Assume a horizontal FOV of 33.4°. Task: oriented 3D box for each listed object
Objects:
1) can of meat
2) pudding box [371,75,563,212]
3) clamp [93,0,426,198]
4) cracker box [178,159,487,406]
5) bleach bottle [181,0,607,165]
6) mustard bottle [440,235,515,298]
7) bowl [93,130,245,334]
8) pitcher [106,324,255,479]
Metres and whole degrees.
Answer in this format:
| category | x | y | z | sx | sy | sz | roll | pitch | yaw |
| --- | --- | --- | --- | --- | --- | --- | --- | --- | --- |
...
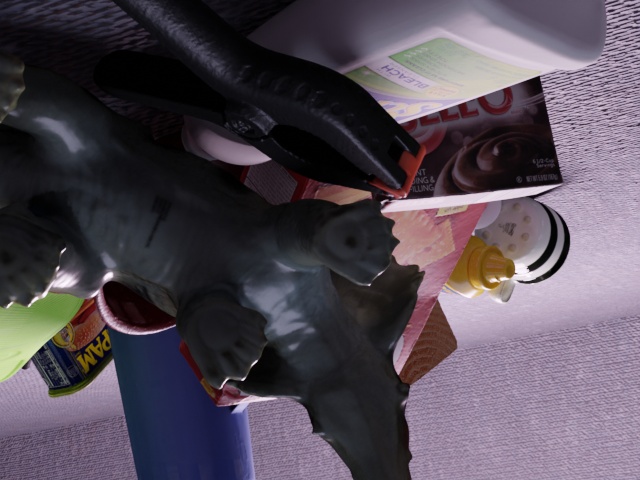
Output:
| category | x | y | z | sx | sy | sz | roll | pitch | yaw |
| --- | --- | --- | --- | --- | --- | --- | --- | --- | --- |
| can of meat | -0.251 | 0.093 | 1.071 | 0.058 | 0.084 | 0.102 | -14 | -158 | 32 |
| pudding box | 0.080 | -0.067 | 0.636 | 0.113 | 0.090 | 0.039 | -6 | 170 | -20 |
| clamp | -0.036 | -0.067 | 0.502 | 0.171 | 0.039 | 0.120 | 32 | 165 | -10 |
| cracker box | 0.015 | 0.010 | 0.734 | 0.163 | 0.072 | 0.214 | -1 | 127 | -36 |
| bleach bottle | 0.014 | -0.087 | 0.550 | 0.102 | 0.068 | 0.251 | 12 | 160 | -37 |
| mustard bottle | 0.106 | 0.022 | 1.031 | 0.096 | 0.058 | 0.192 | 28 | 163 | -40 |
| bowl | -0.099 | -0.017 | 0.711 | 0.162 | 0.055 | 0.162 | -36 | 149 | -25 |
| pitcher | -0.125 | 0.124 | 1.016 | 0.144 | 0.243 | 0.149 | -8 | 170 | -18 |
